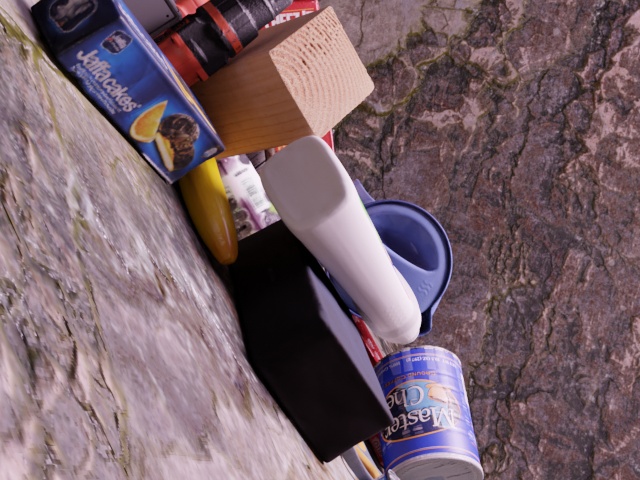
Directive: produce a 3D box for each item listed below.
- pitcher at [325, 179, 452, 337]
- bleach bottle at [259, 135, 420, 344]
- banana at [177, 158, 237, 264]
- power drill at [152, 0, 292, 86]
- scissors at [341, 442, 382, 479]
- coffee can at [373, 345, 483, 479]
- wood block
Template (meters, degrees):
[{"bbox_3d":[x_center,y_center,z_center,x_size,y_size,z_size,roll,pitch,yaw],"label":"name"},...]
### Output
[{"bbox_3d":[0.079,0.033,1.226,0.145,0.149,0.243,17,-8,9],"label":"pitcher"},{"bbox_3d":[0.034,0.018,0.981,0.250,0.068,0.103,55,4,-48],"label":"bleach bottle"},{"bbox_3d":[-0.104,-0.047,0.970,0.069,0.037,0.198,57,4,-27],"label":"banana"},{"bbox_3d":[-0.118,-0.198,0.995,0.057,0.184,0.188,56,-4,-22],"label":"power drill"},{"bbox_3d":[0.053,0.228,1.060,0.096,0.016,0.201,62,4,33],"label":"scissors"},{"bbox_3d":[0.112,0.199,1.149,0.102,0.103,0.140,56,21,-45],"label":"coffee can"},{"bbox_3d":[-0.063,-0.141,1.010,0.207,0.090,0.090,-6,-58,50],"label":"wood block"}]
